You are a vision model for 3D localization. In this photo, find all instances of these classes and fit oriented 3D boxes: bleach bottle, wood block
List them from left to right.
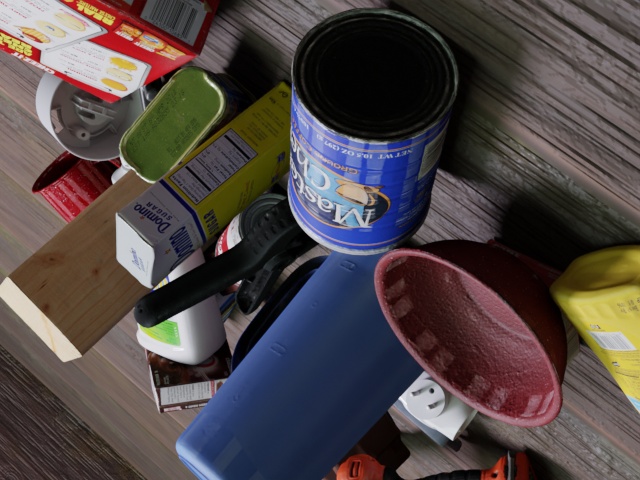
[{"bbox_3d":[-0.172,0.002,0.938,0.090,0.205,0.091,48,157,-9],"label":"wood block"},{"bbox_3d":[-0.166,0.008,1.090,0.103,0.068,0.251,18,133,35],"label":"bleach bottle"}]

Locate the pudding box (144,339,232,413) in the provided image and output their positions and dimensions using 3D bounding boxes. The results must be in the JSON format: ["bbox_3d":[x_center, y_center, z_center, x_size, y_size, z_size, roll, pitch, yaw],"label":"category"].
[{"bbox_3d":[-0.141,0.137,1.161,0.113,0.090,0.039,-118,23,-58],"label":"pudding box"}]

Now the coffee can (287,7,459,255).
[{"bbox_3d":[0.030,-0.068,0.704,0.103,0.102,0.140,38,156,17],"label":"coffee can"}]

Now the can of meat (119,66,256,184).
[{"bbox_3d":[-0.105,-0.090,0.860,0.057,0.102,0.084,42,-171,8],"label":"can of meat"}]

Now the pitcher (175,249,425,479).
[{"bbox_3d":[-0.011,0.116,0.905,0.145,0.242,0.149,43,164,2],"label":"pitcher"}]

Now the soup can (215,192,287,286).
[{"bbox_3d":[-0.057,0.001,1.012,0.068,0.068,0.102,45,157,-1],"label":"soup can"}]

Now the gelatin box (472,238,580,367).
[{"bbox_3d":[0.152,0.048,0.788,0.073,0.030,0.089,27,149,37],"label":"gelatin box"}]

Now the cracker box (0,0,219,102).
[{"bbox_3d":[-0.195,-0.191,0.850,0.164,0.072,0.214,25,165,-25],"label":"cracker box"}]

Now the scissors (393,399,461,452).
[{"bbox_3d":[0.078,0.161,1.114,0.096,0.016,0.202,39,179,-39],"label":"scissors"}]

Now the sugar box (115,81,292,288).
[{"bbox_3d":[-0.082,-0.043,0.840,0.048,0.176,0.093,42,157,9],"label":"sugar box"}]

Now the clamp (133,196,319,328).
[{"bbox_3d":[-0.048,0.008,0.872,0.210,0.164,0.036,-41,73,30],"label":"clamp"}]

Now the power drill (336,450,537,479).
[{"bbox_3d":[0.126,0.272,1.054,0.188,0.057,0.184,-10,134,19],"label":"power drill"}]

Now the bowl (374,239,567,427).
[{"bbox_3d":[0.115,0.053,0.747,0.162,0.055,0.162,37,154,21],"label":"bowl"}]

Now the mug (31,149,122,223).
[{"bbox_3d":[-0.268,-0.064,1.253,0.117,0.093,0.081,-26,118,28],"label":"mug"}]
